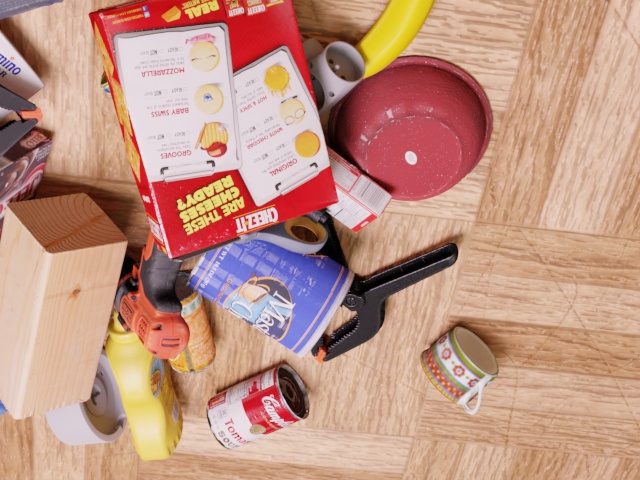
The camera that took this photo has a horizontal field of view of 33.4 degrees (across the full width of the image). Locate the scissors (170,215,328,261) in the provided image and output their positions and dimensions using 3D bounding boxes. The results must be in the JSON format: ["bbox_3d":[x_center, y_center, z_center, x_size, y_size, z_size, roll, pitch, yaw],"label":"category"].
[{"bbox_3d":[-0.057,0.001,1.011,0.096,0.201,0.016,36,124,3],"label":"scissors"}]

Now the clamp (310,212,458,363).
[{"bbox_3d":[0.045,0.054,1.149,0.164,0.036,0.210,16,126,-2],"label":"clamp"}]

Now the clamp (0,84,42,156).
[{"bbox_3d":[-0.334,-0.111,0.931,0.171,0.039,0.120,-21,115,-26],"label":"clamp"}]

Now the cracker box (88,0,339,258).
[{"bbox_3d":[-0.091,-0.114,0.929,0.164,0.072,0.214,-19,108,-16],"label":"cracker box"}]

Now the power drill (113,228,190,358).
[{"bbox_3d":[-0.165,0.000,1.054,0.057,0.185,0.188,0,112,-30],"label":"power drill"}]

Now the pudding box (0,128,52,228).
[{"bbox_3d":[-0.312,-0.052,1.025,0.039,0.113,0.090,32,124,9],"label":"pudding box"}]

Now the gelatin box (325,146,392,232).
[{"bbox_3d":[0.018,-0.051,1.043,0.089,0.030,0.073,36,161,-5],"label":"gelatin box"}]

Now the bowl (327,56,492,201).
[{"bbox_3d":[0.088,-0.094,1.030,0.162,0.055,0.162,0,127,0],"label":"bowl"}]

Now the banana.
[{"bbox_3d":[0.070,-0.222,0.948,0.070,0.037,0.198,22,125,11],"label":"banana"}]

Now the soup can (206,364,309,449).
[{"bbox_3d":[-0.073,0.194,1.237,0.102,0.068,0.068,-26,123,19],"label":"soup can"}]

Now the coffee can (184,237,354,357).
[{"bbox_3d":[-0.051,0.038,1.078,0.140,0.102,0.103,32,122,-4],"label":"coffee can"}]

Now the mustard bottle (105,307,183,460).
[{"bbox_3d":[-0.198,0.148,1.184,0.058,0.096,0.191,-5,127,4],"label":"mustard bottle"}]

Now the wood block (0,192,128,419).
[{"bbox_3d":[-0.271,0.067,1.073,0.090,0.090,0.206,-11,132,-42],"label":"wood block"}]
